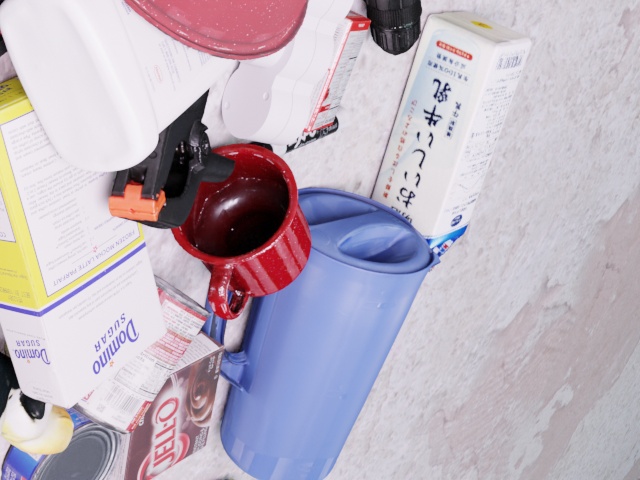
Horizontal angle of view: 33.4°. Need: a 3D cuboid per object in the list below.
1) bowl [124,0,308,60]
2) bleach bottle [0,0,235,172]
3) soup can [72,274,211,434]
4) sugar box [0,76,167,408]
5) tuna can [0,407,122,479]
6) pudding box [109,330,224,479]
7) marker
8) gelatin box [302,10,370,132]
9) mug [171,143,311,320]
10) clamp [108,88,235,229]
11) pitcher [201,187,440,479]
[{"bbox_3d":[-0.050,-0.175,0.541,0.055,0.162,0.161,-27,177,42],"label":"bowl"},{"bbox_3d":[-0.065,-0.142,0.606,0.250,0.068,0.102,-48,126,-45],"label":"bleach bottle"},{"bbox_3d":[-0.132,0.075,0.741,0.102,0.069,0.068,-57,152,-4],"label":"soup can"},{"bbox_3d":[-0.147,-0.004,0.605,0.093,0.048,0.176,-38,130,-48],"label":"sugar box"},{"bbox_3d":[-0.186,0.159,0.769,0.086,0.034,0.086,-39,146,-34],"label":"tuna can"},{"bbox_3d":[-0.125,0.133,0.837,0.089,0.039,0.114,-26,138,-45],"label":"pudding box"},{"bbox_3d":[-0.021,-0.080,0.826,0.120,0.020,0.020,-29,139,-44],"label":"marker"},{"bbox_3d":[0.002,-0.126,0.787,0.073,0.030,0.089,-41,154,-72],"label":"gelatin box"},{"bbox_3d":[-0.055,0.001,0.763,0.081,0.093,0.117,64,33,-63],"label":"mug"},{"bbox_3d":[-0.085,-0.069,0.643,0.171,0.039,0.120,-68,153,-66],"label":"clamp"},{"bbox_3d":[-0.014,0.085,0.898,0.144,0.149,0.243,-39,152,-61],"label":"pitcher"}]
